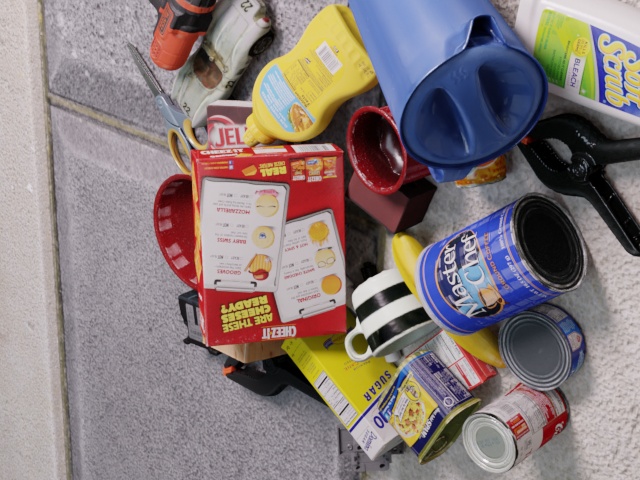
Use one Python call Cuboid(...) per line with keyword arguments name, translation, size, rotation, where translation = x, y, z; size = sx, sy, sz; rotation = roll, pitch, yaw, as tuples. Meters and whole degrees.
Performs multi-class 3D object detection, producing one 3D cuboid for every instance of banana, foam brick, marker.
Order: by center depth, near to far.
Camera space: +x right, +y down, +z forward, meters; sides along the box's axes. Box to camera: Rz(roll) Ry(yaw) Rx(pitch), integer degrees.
Cuboid(name="banana", translation=(0.133, 0.059, 1.146), size=(0.037, 0.069, 0.198), rotation=(-45, 72, 31))
Cuboid(name="foam brick", translation=(0.077, -0.054, 1.166), size=(0.078, 0.052, 0.051), rotation=(40, 130, 26))
Cuboid(name="marker", translation=(0.070, 0.083, 1.252), size=(0.020, 0.020, 0.121), rotation=(-9, 99, 46))

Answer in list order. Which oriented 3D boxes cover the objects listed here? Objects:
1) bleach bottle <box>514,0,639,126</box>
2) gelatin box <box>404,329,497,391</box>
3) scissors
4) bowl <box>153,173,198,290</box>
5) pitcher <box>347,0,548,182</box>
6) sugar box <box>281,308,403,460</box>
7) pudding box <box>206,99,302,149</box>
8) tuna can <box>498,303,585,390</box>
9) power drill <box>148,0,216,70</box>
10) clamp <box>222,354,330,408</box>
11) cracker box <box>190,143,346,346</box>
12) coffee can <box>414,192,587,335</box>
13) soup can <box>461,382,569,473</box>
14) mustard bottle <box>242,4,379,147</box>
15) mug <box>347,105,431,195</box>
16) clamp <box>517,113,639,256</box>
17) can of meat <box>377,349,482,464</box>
Cuboid(name="bleach bottle", translation=(0.287, -0.147, 0.913), size=(0.251, 0.067, 0.103), rotation=(28, 128, 32))
Cuboid(name="gelatin box", translation=(0.145, 0.139, 1.192), size=(0.073, 0.030, 0.089), rotation=(58, 137, 12))
Cuboid(name="scissors", translation=(-0.194, -0.183, 1.411), size=(0.096, 0.016, 0.202), rotation=(-19, 92, 45))
Cuboid(name="bowl", translation=(-0.149, -0.015, 1.403), size=(0.162, 0.055, 0.162), rotation=(19, 119, 39))
Cuboid(name="pitcher", translation=(0.100, -0.181, 0.985), size=(0.149, 0.144, 0.243), rotation=(-41, 44, 21))
Cuboid(name="sugar box", translation=(0.043, 0.163, 1.257), size=(0.176, 0.093, 0.048), rotation=(47, 135, 20))
Cuboid(name="pudding box", translation=(-0.078, -0.119, 1.275), size=(0.114, 0.039, 0.090), rotation=(4, 112, 16))
Cuboid(name="tuna can", translation=(0.227, 0.108, 1.094), size=(0.086, 0.033, 0.086), rotation=(19, 119, 39))
Cuboid(name="power drill", translation=(-0.177, -0.325, 1.268), size=(0.185, 0.057, 0.188), rotation=(-55, 48, 40))
Cuboid(name="clamp", translation=(-0.050, 0.162, 1.389), size=(0.210, 0.036, 0.164), rotation=(-27, 84, 44))
Cuboid(name="cracker box", translation=(-0.058, 0.001, 1.198), size=(0.072, 0.164, 0.214), rotation=(-128, 35, -70))
Cuboid(name="coffee can", translation=(0.177, 0.026, 1.061), size=(0.141, 0.102, 0.103), rotation=(-31, 83, 46))
Cuboid(name="soup can", translation=(0.202, 0.190, 1.103), size=(0.069, 0.102, 0.068), rotation=(19, 118, 39))
Cuboid(name="mustard bottle", translation=(-0.020, -0.165, 1.180), size=(0.192, 0.058, 0.096), rotation=(-39, 83, 30))
Cuboid(name="mug", translation=(0.080, -0.106, 1.115), size=(0.117, 0.081, 0.093), rotation=(30, 129, 45))
Cuboid(name="clamp", translation=(0.254, -0.059, 0.998), size=(0.172, 0.039, 0.120), rotation=(27, 119, 43))
Cuboid(name="can of meat", translation=(0.116, 0.181, 1.173), size=(0.084, 0.057, 0.102), rotation=(48, 134, 25))
